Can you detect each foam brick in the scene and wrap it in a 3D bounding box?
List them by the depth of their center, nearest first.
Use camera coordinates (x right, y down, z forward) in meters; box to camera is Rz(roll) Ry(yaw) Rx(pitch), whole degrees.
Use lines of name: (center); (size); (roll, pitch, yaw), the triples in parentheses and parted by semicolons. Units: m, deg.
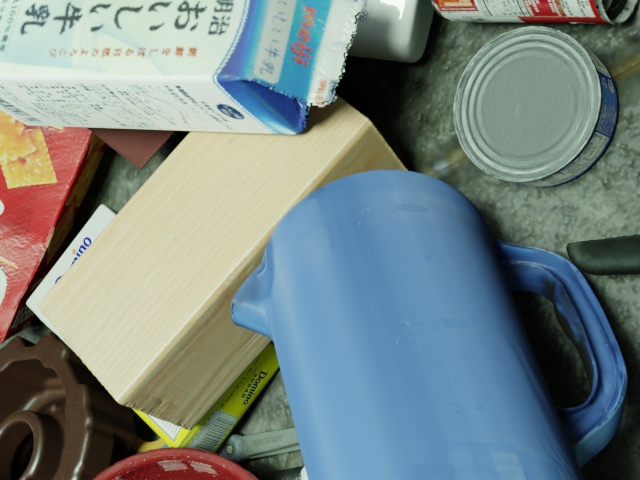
foam brick: (-0.133, -0.094, 0.712); (0.051, 0.078, 0.053); (-48, 21, 6)

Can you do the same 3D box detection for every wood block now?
wood block: (-0.054, 0.001, 0.636); (0.206, 0.090, 0.091); (-48, 60, 0)

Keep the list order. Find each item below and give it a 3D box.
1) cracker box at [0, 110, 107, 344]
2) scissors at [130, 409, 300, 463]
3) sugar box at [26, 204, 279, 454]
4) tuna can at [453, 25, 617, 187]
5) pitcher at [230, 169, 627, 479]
cracker box: (-0.257, -0.055, 0.786); (0.164, 0.072, 0.214); (26, 101, 0)
scissors: (-0.069, 0.124, 0.713); (0.202, 0.016, 0.096); (-32, 66, 25)
sugar box: (-0.114, 0.059, 0.724); (0.176, 0.048, 0.093); (37, 89, 34)
tuna can: (0.119, -0.073, 0.592); (0.086, 0.033, 0.086); (-4, 83, 34)
pitcher: (0.058, 0.078, 0.504); (0.149, 0.144, 0.243); (-45, 30, 19)
